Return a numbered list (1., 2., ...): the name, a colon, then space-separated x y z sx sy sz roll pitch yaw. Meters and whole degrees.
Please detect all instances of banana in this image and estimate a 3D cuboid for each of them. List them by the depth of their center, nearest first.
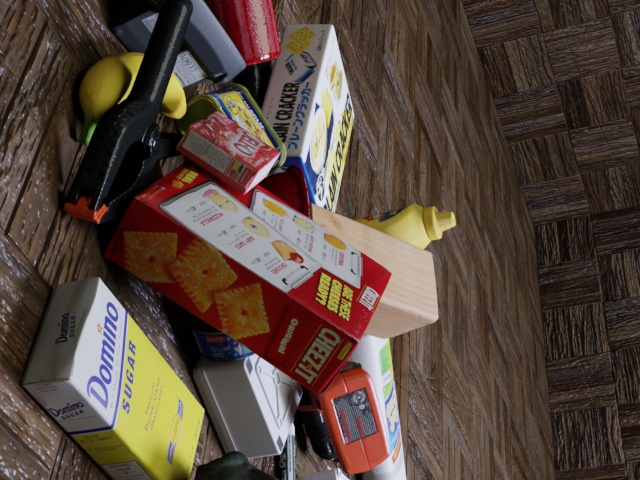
1. banana: -0.165 -0.132 0.939 0.197 0.037 0.070 -36 142 -68

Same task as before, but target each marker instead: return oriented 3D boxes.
1. marker: -0.036 0.226 1.132 0.020 0.020 0.121 50 33 -56

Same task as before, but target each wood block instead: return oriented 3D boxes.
1. wood block: 0.033 0.040 1.218 0.205 0.091 0.090 21 56 -41

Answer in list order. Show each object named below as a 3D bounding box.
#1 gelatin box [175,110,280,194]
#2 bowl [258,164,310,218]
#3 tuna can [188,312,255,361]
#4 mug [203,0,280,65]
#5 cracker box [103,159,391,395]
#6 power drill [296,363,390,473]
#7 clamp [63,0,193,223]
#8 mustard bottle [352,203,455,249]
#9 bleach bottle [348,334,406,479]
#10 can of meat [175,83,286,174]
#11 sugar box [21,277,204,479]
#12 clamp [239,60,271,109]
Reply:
1. gelatin box: -0.081 -0.081 0.963 0.073 0.030 0.089 34 19 1
2. bowl: -0.057 0.001 1.078 0.162 0.055 0.162 -176 -90 -74
3. tuna can: -0.077 0.076 0.989 0.086 0.086 0.034 -67 144 -61
4. mug: -0.097 -0.226 1.135 0.117 0.093 0.081 -24 109 -40
5. cracker box: -0.056 0.022 0.922 0.213 0.072 0.164 34 23 1
6. power drill: 0.010 0.174 1.122 0.188 0.057 0.184 29 -41 68
7. clamp: -0.150 -0.096 0.880 0.209 0.036 0.165 -62 163 -50
8. mustard bottle: 0.073 -0.007 1.329 0.096 0.192 0.058 -17 96 -72
9. bleach bottle: 0.073 0.234 1.396 0.102 0.068 0.251 -31 111 -72
10. can of meat: -0.091 -0.104 1.075 0.102 0.058 0.083 56 22 -1
11. sugar box: -0.150 0.119 0.804 0.176 0.048 0.093 63 25 -43
12. clamp: -0.080 -0.201 1.234 0.120 0.039 0.171 -75 152 -64
